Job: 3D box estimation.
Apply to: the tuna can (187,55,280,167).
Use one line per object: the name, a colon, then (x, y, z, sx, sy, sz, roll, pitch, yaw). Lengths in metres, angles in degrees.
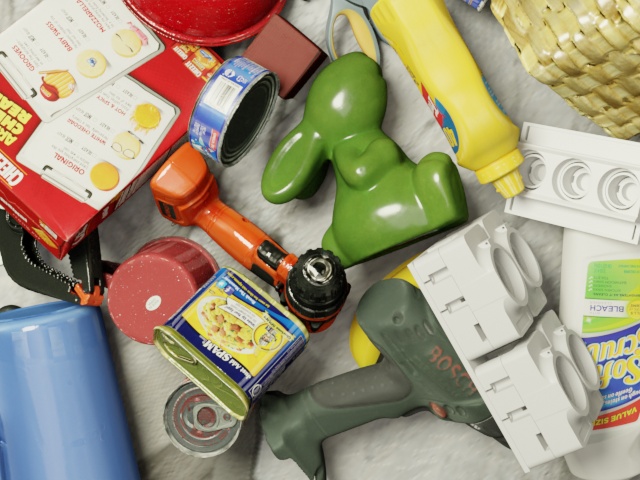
tuna can: (-0.070, -0.104, 0.857, 0.034, 0.086, 0.086, 30, 98, 12)

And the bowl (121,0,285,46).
bowl: (-0.096, -0.247, 0.892, 0.162, 0.055, 0.162, 3, 75, -12)

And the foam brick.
foam brick: (-0.031, -0.157, 0.917, 0.051, 0.078, 0.053, 40, 99, -1)

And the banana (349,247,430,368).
banana: (0.091, 0.047, 0.952, 0.198, 0.037, 0.069, -43, 111, 10)

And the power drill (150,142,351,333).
power drill: (-0.056, 0.001, 0.895, 0.188, 0.184, 0.057, 41, 77, 8)

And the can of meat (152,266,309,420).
can of meat: (-0.072, 0.082, 0.877, 0.102, 0.057, 0.083, 39, 64, 11)

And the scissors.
scissors: (0.029, -0.231, 0.900, 0.096, 0.016, 0.202, -17, 117, -4)

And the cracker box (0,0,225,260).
cracker box: (-0.198, -0.115, 0.895, 0.164, 0.072, 0.213, 43, 66, 0)

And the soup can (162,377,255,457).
soup can: (-0.095, 0.144, 0.945, 0.068, 0.102, 0.068, 1, 96, 6)

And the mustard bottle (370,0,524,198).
mustard bottle: (0.112, -0.120, 0.872, 0.058, 0.096, 0.191, -31, 94, 3)

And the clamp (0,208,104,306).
clamp: (-0.264, -0.019, 0.934, 0.165, 0.036, 0.210, -37, 75, 13)

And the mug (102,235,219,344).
mug: (-0.151, 0.042, 0.949, 0.117, 0.081, 0.093, 21, 98, 3)

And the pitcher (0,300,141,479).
pitcher: (-0.237, 0.181, 0.941, 0.145, 0.149, 0.243, -9, 95, 6)
